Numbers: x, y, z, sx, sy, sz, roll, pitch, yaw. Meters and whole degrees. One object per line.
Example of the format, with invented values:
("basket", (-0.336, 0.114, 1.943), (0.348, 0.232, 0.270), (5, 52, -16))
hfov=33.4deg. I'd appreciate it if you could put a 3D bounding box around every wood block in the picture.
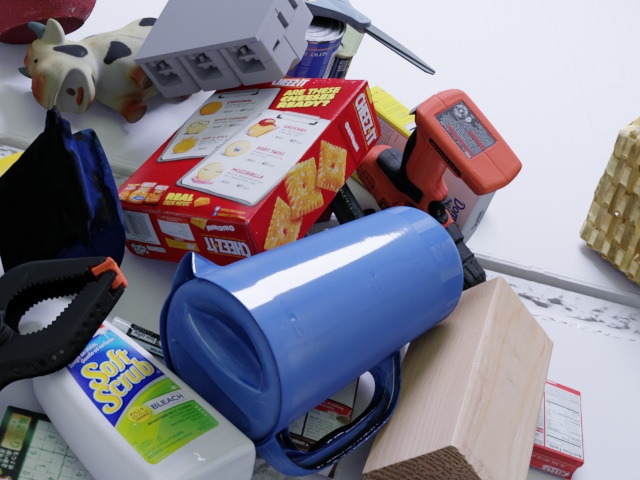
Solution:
("wood block", (0.119, 0.136, 0.878), (0.090, 0.091, 0.205), (50, 36, -17))

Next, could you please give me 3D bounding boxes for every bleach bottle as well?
("bleach bottle", (-0.166, 0.115, 0.796), (0.251, 0.068, 0.102), (35, 40, 30))

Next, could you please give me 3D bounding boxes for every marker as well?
("marker", (-0.119, 0.095, 0.890), (0.121, 0.020, 0.020), (22, 40, 0))

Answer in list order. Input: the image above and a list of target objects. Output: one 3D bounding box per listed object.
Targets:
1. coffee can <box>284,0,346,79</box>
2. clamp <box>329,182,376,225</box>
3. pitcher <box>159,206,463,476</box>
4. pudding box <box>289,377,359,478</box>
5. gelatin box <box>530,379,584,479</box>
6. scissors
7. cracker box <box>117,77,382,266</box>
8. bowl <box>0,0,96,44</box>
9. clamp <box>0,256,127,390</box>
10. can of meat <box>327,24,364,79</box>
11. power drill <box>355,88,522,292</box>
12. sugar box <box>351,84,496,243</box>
("coffee can", (-0.042, -0.186, 1.142), (0.102, 0.140, 0.103), (13, 41, -12))
("clamp", (0.055, 0.015, 1.027), (0.120, 0.039, 0.171), (23, 39, -63))
("pitcher", (0.007, 0.065, 0.847), (0.145, 0.149, 0.242), (27, 35, 36))
("pudding box", (-0.018, 0.131, 0.883), (0.090, 0.039, 0.113), (18, 38, -3))
("gelatin box", (0.195, 0.162, 0.953), (0.073, 0.030, 0.089), (20, 40, -5))
("scissors", (0.022, -0.224, 1.090), (0.096, 0.016, 0.202), (-17, 54, -36))
("cracker box", (-0.065, -0.064, 0.974), (0.164, 0.072, 0.213), (8, 43, 33))
("bowl", (-0.298, -0.244, 1.112), (0.161, 0.162, 0.055), (-13, 89, -35))
("clamp", (-0.236, 0.082, 0.775), (0.210, 0.036, 0.165), (-24, 56, -4))
("can of meat", (0.009, -0.210, 1.237), (0.057, 0.084, 0.102), (22, 40, -1))
("power drill", (0.118, -0.042, 1.010), (0.057, 0.188, 0.184), (-34, 79, -26))
("sugar box", (0.098, -0.075, 1.122), (0.176, 0.093, 0.048), (40, 42, 18))
